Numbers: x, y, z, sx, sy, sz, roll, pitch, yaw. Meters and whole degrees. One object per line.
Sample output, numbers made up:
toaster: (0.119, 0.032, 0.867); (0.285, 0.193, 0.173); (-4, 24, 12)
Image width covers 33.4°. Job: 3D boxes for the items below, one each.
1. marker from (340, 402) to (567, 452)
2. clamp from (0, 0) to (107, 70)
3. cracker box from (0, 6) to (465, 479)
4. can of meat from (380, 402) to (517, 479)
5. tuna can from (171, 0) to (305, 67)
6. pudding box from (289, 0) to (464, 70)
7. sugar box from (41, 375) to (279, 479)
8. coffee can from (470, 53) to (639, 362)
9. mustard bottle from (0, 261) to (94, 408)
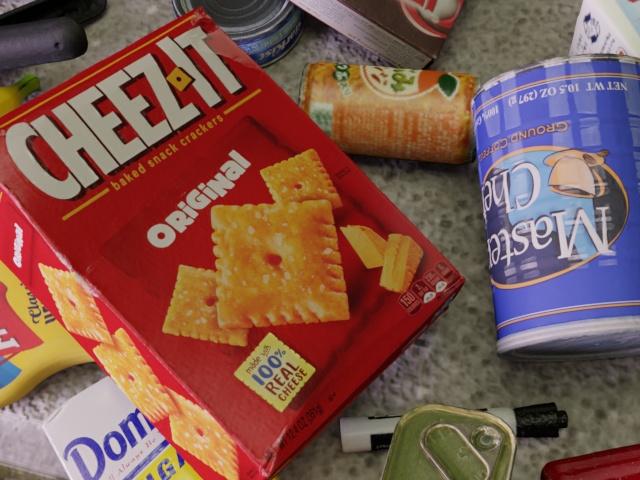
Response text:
marker: (0.071, 0.100, 0.571); (0.121, 0.020, 0.020); (-4, 64, 2)
clamp: (-0.214, -0.125, 0.680); (0.171, 0.039, 0.120); (-11, 21, 11)
cracker box: (-0.054, 0.001, 0.547); (0.214, 0.072, 0.164); (47, 55, 7)
can of meat: (0.057, 0.143, 0.499); (0.057, 0.084, 0.102); (8, 44, 14)
tuna can: (-0.053, -0.155, 0.695); (0.086, 0.034, 0.086); (-2, 64, 3)
pudding box: (0.038, -0.170, 0.674); (0.113, 0.039, 0.090); (29, 67, -7)
sugar box: (-0.063, 0.142, 0.546); (0.093, 0.048, 0.176); (-32, 67, -11)
coffee can: (0.137, -0.013, 0.560); (0.103, 0.103, 0.140); (-4, 76, 2)
mustard bottle: (-0.180, 0.043, 0.594); (0.191, 0.058, 0.096); (-21, 84, -5)
